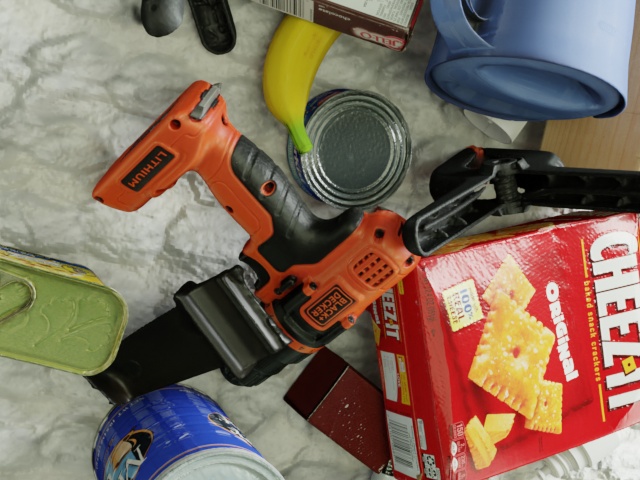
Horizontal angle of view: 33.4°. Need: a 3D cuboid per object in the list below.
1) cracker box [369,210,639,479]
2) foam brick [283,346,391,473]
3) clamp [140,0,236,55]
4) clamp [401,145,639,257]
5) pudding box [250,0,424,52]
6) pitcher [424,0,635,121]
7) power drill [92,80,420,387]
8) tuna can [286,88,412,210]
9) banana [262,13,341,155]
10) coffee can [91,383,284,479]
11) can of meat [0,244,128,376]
[{"bbox_3d":[0.145,0.073,0.778,0.213,0.072,0.164,-11,97,-29],"label":"cracker box"},{"bbox_3d":[0.023,0.125,0.787,0.078,0.053,0.051,41,84,-23],"label":"foam brick"},{"bbox_3d":[-0.090,-0.198,0.657,0.039,0.120,0.171,-9,101,9],"label":"clamp"},{"bbox_3d":[0.116,-0.033,0.715,0.164,0.210,0.036,-11,104,-7],"label":"clamp"},{"bbox_3d":[0.019,-0.186,0.702,0.113,0.039,0.090,20,76,3],"label":"pudding box"},{"bbox_3d":[0.149,-0.210,0.712,0.145,0.149,0.243,11,82,0],"label":"pitcher"},{"bbox_3d":[-0.055,0.001,0.705,0.187,0.057,0.185,41,121,-14],"label":"power drill"},{"bbox_3d":[0.020,-0.065,0.760,0.086,0.034,0.086,-4,101,-21],"label":"tuna can"},{"bbox_3d":[0.017,-0.151,0.736,0.069,0.037,0.197,37,79,-4],"label":"banana"},{"bbox_3d":[-0.088,0.163,0.703,0.102,0.140,0.103,-4,101,-21],"label":"coffee can"},{"bbox_3d":[-0.181,0.039,0.673,0.102,0.084,0.057,17,93,-24],"label":"can of meat"}]
